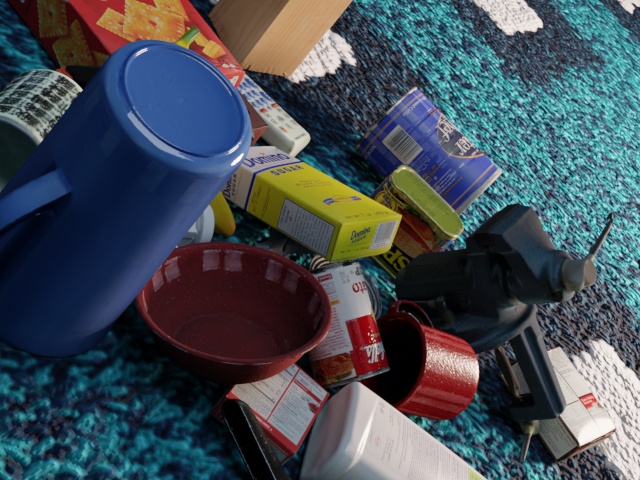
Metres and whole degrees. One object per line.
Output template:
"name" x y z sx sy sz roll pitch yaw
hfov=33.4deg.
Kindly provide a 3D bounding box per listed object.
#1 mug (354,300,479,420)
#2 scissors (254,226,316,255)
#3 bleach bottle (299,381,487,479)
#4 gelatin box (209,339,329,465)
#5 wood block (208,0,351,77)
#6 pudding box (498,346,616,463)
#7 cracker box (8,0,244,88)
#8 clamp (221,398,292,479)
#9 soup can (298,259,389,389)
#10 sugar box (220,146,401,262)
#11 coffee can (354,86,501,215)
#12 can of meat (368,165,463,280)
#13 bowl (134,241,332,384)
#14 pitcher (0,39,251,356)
"mug" 0.090 0.110 0.990 0.081 0.093 0.117 20 47 -37
"scissors" -0.057 0.001 1.017 0.201 0.016 0.096 -12 30 -31
"bleach bottle" 0.103 0.227 0.904 0.250 0.068 0.102 37 35 -14
"gelatin box" -0.040 0.135 0.885 0.073 0.030 0.089 40 34 -2
"wood block" -0.025 -0.291 1.205 0.090 0.206 0.090 2 52 -45
"pudding box" 0.253 0.172 1.137 0.089 0.039 0.113 -7 56 -48
"cracker box" -0.198 -0.216 1.067 0.214 0.072 0.163 52 36 14
"clamp" -0.031 0.200 0.811 0.171 0.039 0.120 37 48 -19
"soup can" 0.015 0.074 0.943 0.068 0.069 0.102 -10 83 -50
"sugar box" -0.019 -0.039 1.018 0.176 0.048 0.093 33 25 32
"coffee can" 0.124 -0.092 1.234 0.140 0.103 0.102 45 34 3
"can of meat" 0.089 -0.017 1.133 0.102 0.084 0.057 45 34 1
"bowl" -0.074 0.067 0.871 0.162 0.055 0.162 9 33 -6
"pitcher" -0.160 -0.025 0.747 0.145 0.243 0.149 29 44 -20
